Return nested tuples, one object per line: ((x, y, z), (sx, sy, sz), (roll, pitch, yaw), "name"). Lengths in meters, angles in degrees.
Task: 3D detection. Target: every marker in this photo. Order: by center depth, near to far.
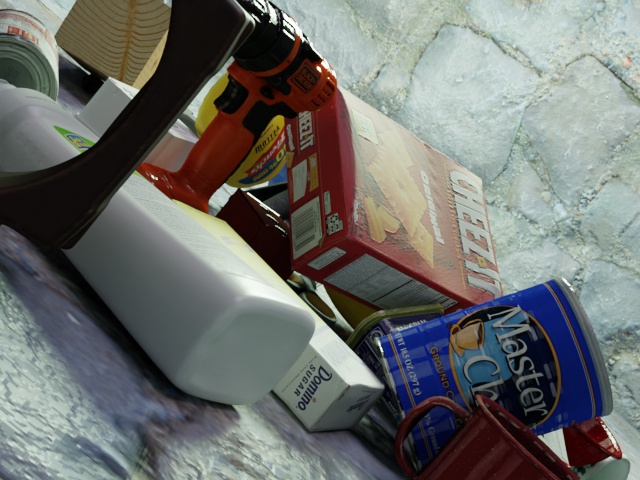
((-0.210, -0.145, 1.141), (0.020, 0.020, 0.121), (46, 8, 39), "marker")

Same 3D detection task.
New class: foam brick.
((-0.056, 0.001, 0.906), (0.053, 0.051, 0.078), (36, 8, -34), "foam brick")

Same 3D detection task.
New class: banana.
((0.052, 0.058, 1.006), (0.198, 0.069, 0.037), (55, -15, -7), "banana")

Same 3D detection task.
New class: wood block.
((-0.204, -0.208, 1.118), (0.090, 0.091, 0.206), (32, -1, -5), "wood block")

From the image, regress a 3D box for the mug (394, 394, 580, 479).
((0.097, 0.149, 0.665), (0.117, 0.081, 0.093), (41, 7, 2), "mug")

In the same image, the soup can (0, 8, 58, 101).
((-0.211, -0.115, 0.722), (0.068, 0.068, 0.102), (38, 8, -23), "soup can")

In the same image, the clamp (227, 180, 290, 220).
((-0.017, -0.045, 1.064), (0.120, 0.171, 0.039), (-91, 160, -67), "clamp")

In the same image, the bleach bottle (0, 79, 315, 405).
((-0.118, -0.013, 0.611), (0.251, 0.068, 0.102), (42, 6, 29), "bleach bottle")

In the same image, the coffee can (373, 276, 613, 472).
((0.120, 0.095, 0.753), (0.103, 0.140, 0.103), (-20, 91, -89), "coffee can")

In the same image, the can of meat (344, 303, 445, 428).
((0.081, 0.103, 0.866), (0.101, 0.058, 0.084), (-3, 47, -45), "can of meat")

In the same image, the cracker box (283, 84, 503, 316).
((0.067, -0.019, 0.939), (0.213, 0.072, 0.164), (27, 46, -38), "cracker box")

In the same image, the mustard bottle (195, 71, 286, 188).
((-0.067, -0.100, 1.031), (0.058, 0.096, 0.191), (39, -12, 12), "mustard bottle")

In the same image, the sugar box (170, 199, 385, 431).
((-0.038, 0.050, 0.713), (0.176, 0.048, 0.093), (42, 6, 19), "sugar box")

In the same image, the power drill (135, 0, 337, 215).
((-0.079, -0.093, 0.807), (0.057, 0.188, 0.184), (46, 7, 25), "power drill")
